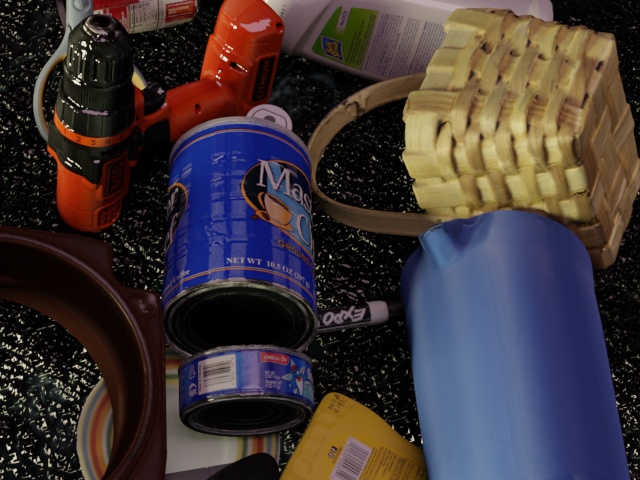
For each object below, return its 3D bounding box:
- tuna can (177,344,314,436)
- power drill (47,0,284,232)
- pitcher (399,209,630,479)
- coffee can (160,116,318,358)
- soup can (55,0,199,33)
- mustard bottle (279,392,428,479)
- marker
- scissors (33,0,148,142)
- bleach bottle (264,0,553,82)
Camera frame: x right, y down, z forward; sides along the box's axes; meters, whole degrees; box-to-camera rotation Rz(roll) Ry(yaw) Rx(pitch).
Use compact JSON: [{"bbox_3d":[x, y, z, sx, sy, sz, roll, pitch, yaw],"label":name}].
[{"bbox_3d":[-0.046,0.096,0.670,0.086,0.086,0.034,2,63,-11],"label":"tuna can"},{"bbox_3d":[-0.109,-0.108,0.750,0.057,0.185,0.187,41,52,16],"label":"power drill"},{"bbox_3d":[0.127,0.110,0.662,0.149,0.145,0.243,7,41,-5],"label":"pitcher"},{"bbox_3d":[-0.055,0.001,0.724,0.102,0.103,0.140,5,52,-9],"label":"coffee can"},{"bbox_3d":[-0.154,-0.199,0.847,0.102,0.069,0.068,-15,66,-20],"label":"soup can"},{"bbox_3d":[0.067,0.182,0.686,0.191,0.058,0.096,28,53,5],"label":"mustard bottle"},{"bbox_3d":[0.016,0.055,0.769,0.121,0.020,0.020,-7,63,-15],"label":"marker"},{"bbox_3d":[-0.163,-0.165,0.801,0.096,0.016,0.202,11,92,-23],"label":"scissors"},{"bbox_3d":[0.050,-0.177,0.857,0.250,0.103,0.068,16,39,-3],"label":"bleach bottle"}]
